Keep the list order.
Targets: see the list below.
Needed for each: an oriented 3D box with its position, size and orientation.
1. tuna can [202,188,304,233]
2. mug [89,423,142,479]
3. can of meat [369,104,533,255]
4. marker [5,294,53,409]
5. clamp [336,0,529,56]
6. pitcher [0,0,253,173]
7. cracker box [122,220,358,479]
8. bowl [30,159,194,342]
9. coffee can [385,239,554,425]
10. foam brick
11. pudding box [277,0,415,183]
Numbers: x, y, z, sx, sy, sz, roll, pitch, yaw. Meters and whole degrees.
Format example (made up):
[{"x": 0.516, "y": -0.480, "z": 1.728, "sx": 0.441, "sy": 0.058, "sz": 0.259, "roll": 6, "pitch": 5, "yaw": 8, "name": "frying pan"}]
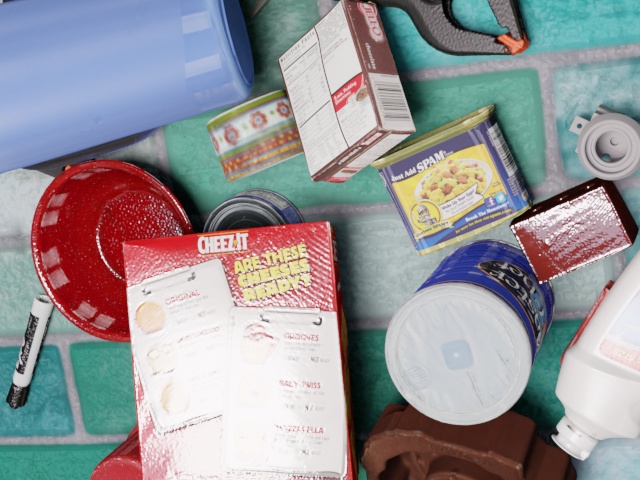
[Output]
[{"x": -0.056, "y": 0.001, "z": 0.902, "sx": 0.086, "sy": 0.033, "sz": 0.086, "roll": 5, "pitch": 104, "yaw": 18, "name": "tuna can"}, {"x": -0.144, "y": 0.219, "z": 0.961, "sx": 0.117, "sy": 0.081, "sz": 0.093, "roll": 11, "pitch": 106, "yaw": 17, "name": "mug"}, {"x": 0.103, "y": -0.045, "z": 0.823, "sx": 0.102, "sy": 0.057, "sz": 0.084, "roll": -23, "pitch": 97, "yaw": 23, "name": "can of meat"}, {"x": -0.277, "y": 0.108, "z": 1.015, "sx": 0.020, "sy": 0.020, "sz": 0.121, "roll": 25, "pitch": 110, "yaw": 12, "name": "marker"}, {"x": 0.079, "y": -0.189, "z": 0.807, "sx": 0.171, "sy": 0.039, "sz": 0.120, "roll": 50, "pitch": 120, "yaw": 10, "name": "clamp"}, {"x": -0.177, "y": -0.129, "z": 0.831, "sx": 0.243, "sy": 0.149, "sz": 0.145, "roll": -12, "pitch": 104, "yaw": 7, "name": "pitcher"}, {"x": -0.060, "y": 0.100, "z": 0.838, "sx": 0.164, "sy": 0.072, "sz": 0.214, "roll": -6, "pitch": 86, "yaw": 5, "name": "cracker box"}, {"x": -0.169, "y": 0.005, "z": 0.932, "sx": 0.162, "sy": 0.055, "sz": 0.162, "roll": 5, "pitch": 104, "yaw": 18, "name": "bowl"}, {"x": 0.116, "y": 0.064, "z": 0.799, "sx": 0.103, "sy": 0.140, "sz": 0.103, "roll": 5, "pitch": 104, "yaw": 18, "name": "coffee can"}, {"x": 0.191, "y": -0.009, "z": 0.802, "sx": 0.078, "sy": 0.053, "sz": 0.051, "roll": -25, "pitch": 94, "yaw": 23, "name": "foam brick"}, {"x": 0.017, "y": -0.112, "z": 0.812, "sx": 0.090, "sy": 0.039, "sz": 0.113, "roll": -34, "pitch": 63, "yaw": 46, "name": "pudding box"}]
